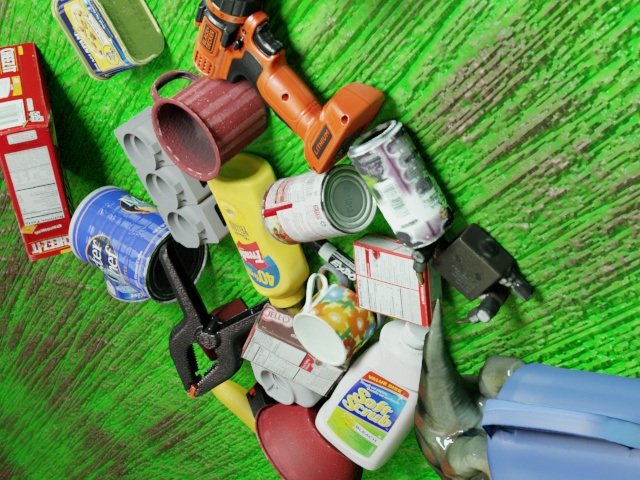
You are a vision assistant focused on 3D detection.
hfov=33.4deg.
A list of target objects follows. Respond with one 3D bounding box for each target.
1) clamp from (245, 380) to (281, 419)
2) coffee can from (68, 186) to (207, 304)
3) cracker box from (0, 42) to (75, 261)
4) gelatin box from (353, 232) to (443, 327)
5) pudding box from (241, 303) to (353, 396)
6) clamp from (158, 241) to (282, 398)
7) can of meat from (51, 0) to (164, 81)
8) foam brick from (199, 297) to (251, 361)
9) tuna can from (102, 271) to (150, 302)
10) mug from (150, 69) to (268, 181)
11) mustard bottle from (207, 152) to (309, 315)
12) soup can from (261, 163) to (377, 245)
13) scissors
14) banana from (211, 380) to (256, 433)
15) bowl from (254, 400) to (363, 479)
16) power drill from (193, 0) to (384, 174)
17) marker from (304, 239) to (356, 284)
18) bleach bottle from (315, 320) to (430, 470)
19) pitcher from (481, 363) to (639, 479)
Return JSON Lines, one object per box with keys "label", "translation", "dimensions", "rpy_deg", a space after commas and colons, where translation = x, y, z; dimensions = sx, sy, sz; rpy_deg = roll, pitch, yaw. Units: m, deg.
{"label": "clamp", "translation": [-0.036, 0.249, 1.347], "dimensions": [0.171, 0.039, 0.120], "rpy_deg": [42, -171, 12]}
{"label": "coffee can", "translation": [-0.223, 0.004, 1.305], "dimensions": [0.140, 0.102, 0.103], "rpy_deg": [25, 141, 33]}
{"label": "cracker box", "translation": [-0.354, -0.108, 1.314], "dimensions": [0.214, 0.072, 0.164], "rpy_deg": [89, 164, -47]}
{"label": "gelatin box", "translation": [0.075, 0.037, 1.032], "dimensions": [0.089, 0.030, 0.073], "rpy_deg": [14, 121, 40]}
{"label": "pudding box", "translation": [-0.026, 0.123, 1.192], "dimensions": [0.113, 0.039, 0.090], "rpy_deg": [27, 150, -1]}
{"label": "clamp", "translation": [-0.138, 0.101, 1.269], "dimensions": [0.164, 0.036, 0.210], "rpy_deg": [27, 125, 1]}
{"label": "can of meat", "translation": [-0.218, -0.222, 1.103], "dimensions": [0.084, 0.057, 0.102], "rpy_deg": [-4, 121, 50]}
{"label": "foam brick", "translation": [-0.119, 0.112, 1.340], "dimensions": [0.051, 0.052, 0.078], "rpy_deg": [53, 147, -7]}
{"label": "tuna can", "translation": [-0.236, 0.039, 1.374], "dimensions": [0.086, 0.086, 0.034], "rpy_deg": [25, 139, 33]}
{"label": "mug", "translation": [-0.115, -0.126, 1.054], "dimensions": [0.117, 0.081, 0.093], "rpy_deg": [40, 147, 14]}
{"label": "mustard bottle", "translation": [-0.058, 0.002, 1.143], "dimensions": [0.096, 0.058, 0.191], "rpy_deg": [21, 140, 49]}
{"label": "soup can", "translation": [-0.002, -0.034, 1.028], "dimensions": [0.102, 0.068, 0.068], "rpy_deg": [-10, 116, 54]}
{"label": "scissors", "translation": [0.039, 0.107, 1.177], "dimensions": [0.096, 0.016, 0.202], "rpy_deg": [22, 140, 36]}
{"label": "banana", "translation": [-0.079, 0.253, 1.455], "dimensions": [0.198, 0.037, 0.070], "rpy_deg": [45, 147, 6]}
{"label": "bowl", "translation": [-0.001, 0.244, 1.283], "dimensions": [0.162, 0.162, 0.055], "rpy_deg": [45, 108, 6]}
{"label": "power drill", "translation": [-0.031, -0.162, 0.941], "dimensions": [0.188, 0.057, 0.185], "rpy_deg": [46, 152, 9]}
{"label": "marker", "translation": [0.027, 0.027, 1.103], "dimensions": [0.121, 0.020, 0.020], "rpy_deg": [38, 147, 17]}
{"label": "bleach bottle", "translation": [0.068, 0.153, 1.149], "dimensions": [0.103, 0.068, 0.251], "rpy_deg": [39, 145, 15]}
{"label": "pitcher", "translation": [0.259, 0.171, 0.864], "dimensions": [0.243, 0.149, 0.145], "rpy_deg": [-2, 111, 48]}
